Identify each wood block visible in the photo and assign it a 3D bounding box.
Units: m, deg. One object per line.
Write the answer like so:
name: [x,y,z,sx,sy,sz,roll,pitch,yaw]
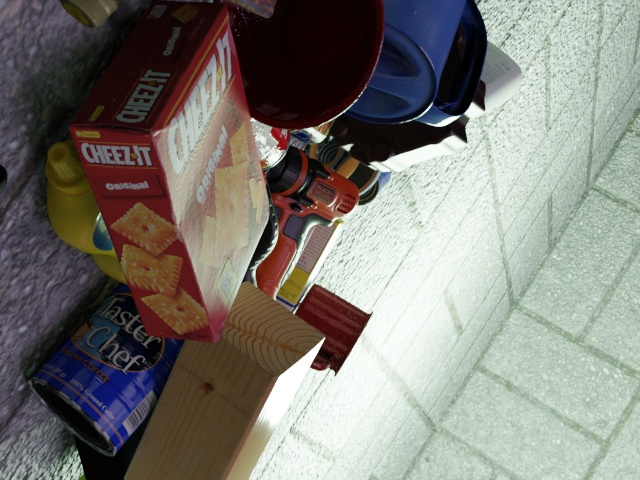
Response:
wood block: [-0.090,0.153,0.963,0.090,0.091,0.206,-34,156,-56]

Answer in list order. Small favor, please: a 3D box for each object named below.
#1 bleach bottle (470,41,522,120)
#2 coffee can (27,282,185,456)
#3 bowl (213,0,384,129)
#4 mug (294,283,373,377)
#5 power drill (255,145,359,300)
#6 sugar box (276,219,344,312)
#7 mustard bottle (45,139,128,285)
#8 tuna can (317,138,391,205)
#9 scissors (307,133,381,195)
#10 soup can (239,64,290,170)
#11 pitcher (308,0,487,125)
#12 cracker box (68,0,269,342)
bleach bottle: [0.156,-0.191,1.379,0.250,0.103,0.068,-30,152,-43]
coffee can: [-0.179,0.109,0.971,0.140,0.103,0.103,-49,158,-25]
bowl: [-0.011,-0.172,0.877,0.055,0.162,0.162,-10,129,-61]
mug: [0.002,0.112,1.287,0.117,0.081,0.093,-56,175,-49]
power drill: [-0.060,-0.009,1.099,0.184,0.057,0.188,24,101,-45]
sugar box: [-0.032,0.043,1.290,0.176,0.048,0.093,-59,177,5]
mustard bottle: [-0.169,-0.033,0.855,0.096,0.058,0.191,-61,160,-11]
tuna can: [0.040,-0.085,1.241,0.033,0.086,0.086,-44,155,-41]
scissors: [-0.017,-0.051,1.218,0.202,0.096,0.016,-38,172,19]
soup can: [-0.072,-0.110,0.962,0.068,0.069,0.102,-57,160,-6]
pitcher: [0.087,-0.231,1.004,0.149,0.145,0.242,72,35,-50]
cracker box: [-0.104,-0.052,0.828,0.164,0.072,0.214,-71,159,-43]
